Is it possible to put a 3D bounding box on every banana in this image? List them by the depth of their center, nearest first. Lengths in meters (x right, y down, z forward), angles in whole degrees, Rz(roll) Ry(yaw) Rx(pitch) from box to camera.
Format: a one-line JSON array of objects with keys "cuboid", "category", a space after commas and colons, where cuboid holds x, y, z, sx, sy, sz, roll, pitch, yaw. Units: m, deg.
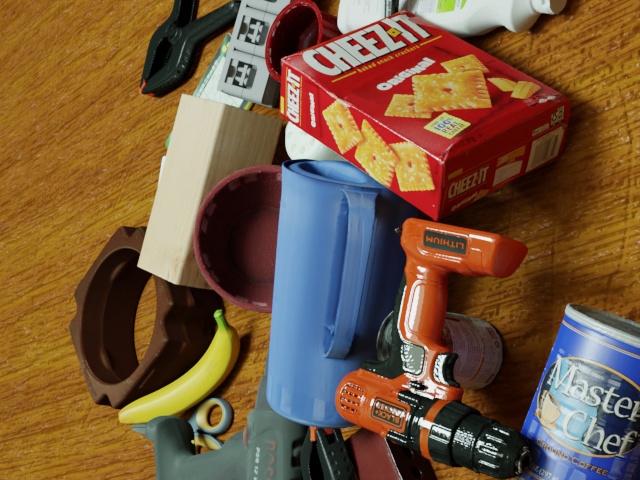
[{"cuboid": [-0.155, 0.161, 1.260, 0.198, 0.069, 0.037, -47, 18, 17], "category": "banana"}]

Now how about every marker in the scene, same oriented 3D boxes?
[{"cuboid": [0.068, -0.208, 1.068, 0.020, 0.020, 0.121, 50, 151, 42], "category": "marker"}]

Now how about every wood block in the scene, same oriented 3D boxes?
[{"cuboid": [-0.126, -0.053, 1.222, 0.091, 0.090, 0.206, 19, 96, 48], "category": "wood block"}]

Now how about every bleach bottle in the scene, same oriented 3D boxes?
[{"cuboid": [0.130, -0.239, 1.056, 0.251, 0.067, 0.102, 18, 98, 45], "category": "bleach bottle"}]

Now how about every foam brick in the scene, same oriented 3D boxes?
[{"cuboid": [0.068, 0.215, 1.021, 0.051, 0.052, 0.078, -45, 52, 31], "category": "foam brick"}]

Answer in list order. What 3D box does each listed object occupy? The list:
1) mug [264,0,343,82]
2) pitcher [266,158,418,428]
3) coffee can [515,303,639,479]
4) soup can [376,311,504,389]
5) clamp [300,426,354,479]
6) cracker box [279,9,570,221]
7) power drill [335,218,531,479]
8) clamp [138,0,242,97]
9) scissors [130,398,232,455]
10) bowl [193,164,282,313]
[{"cuboid": [0.003, -0.200, 1.168, 0.093, 0.081, 0.117, -48, 49, 29], "category": "mug"}, {"cuboid": [0.016, 0.050, 0.997, 0.145, 0.148, 0.243, 17, 106, 37], "category": "pitcher"}, {"cuboid": [0.219, 0.133, 0.838, 0.103, 0.102, 0.140, 27, 101, 47], "category": "coffee can"}, {"cuboid": [0.110, 0.098, 0.965, 0.069, 0.102, 0.068, -14, 71, 45], "category": "soup can"}, {"cuboid": [0.004, 0.258, 1.055, 0.120, 0.039, 0.171, 0, 96, 57], "category": "clamp"}, {"cuboid": [0.091, -0.122, 0.965, 0.214, 0.163, 0.072, 38, 141, 35], "category": "cracker box"}, {"cuboid": [0.105, 0.084, 0.861, 0.185, 0.057, 0.187, 15, 87, 40], "category": "power drill"}, {"cuboid": [-0.186, -0.285, 1.429, 0.210, 0.036, 0.165, -49, 50, 29], "category": "clamp"}, {"cuboid": [-0.167, 0.220, 1.303, 0.202, 0.016, 0.096, 19, 94, 47], "category": "scissors"}, {"cuboid": [-0.058, 0.001, 1.166, 0.055, 0.162, 0.162, 121, 153, -79], "category": "bowl"}]
